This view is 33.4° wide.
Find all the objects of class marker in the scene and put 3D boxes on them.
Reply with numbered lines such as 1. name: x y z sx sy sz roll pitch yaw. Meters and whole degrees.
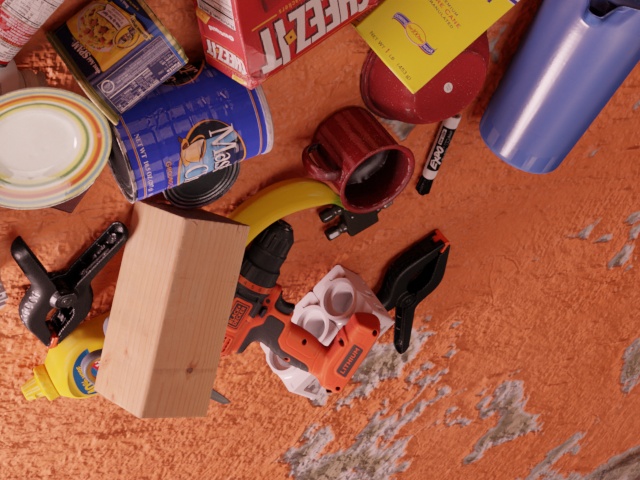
1. marker: 0.139 -0.103 1.277 0.020 0.020 0.121 -10 137 -31

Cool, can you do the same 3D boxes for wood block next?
1. wood block: -0.154 0.071 1.102 0.090 0.090 0.206 8 98 -45

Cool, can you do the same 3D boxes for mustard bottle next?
1. mustard bottle: -0.242 0.125 1.190 0.191 0.058 0.096 -27 142 -11

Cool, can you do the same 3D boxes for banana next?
1. banana: -0.064 -0.016 1.175 0.198 0.069 0.037 -30 -176 2

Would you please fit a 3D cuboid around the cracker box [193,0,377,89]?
1. cracker box: -0.030 -0.256 0.892 0.164 0.072 0.214 -38 146 -23

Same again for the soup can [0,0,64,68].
1. soup can: -0.238 -0.193 0.825 0.102 0.068 0.068 -44 143 11

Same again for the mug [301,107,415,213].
1. mug: 0.032 -0.088 1.152 0.117 0.082 0.093 -12 138 -30

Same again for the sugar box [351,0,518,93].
1. sugar box: 0.127 -0.239 1.056 0.176 0.048 0.093 -41 107 10

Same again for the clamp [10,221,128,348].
1. clamp: -0.259 0.044 1.102 0.120 0.039 0.172 -11 144 -24

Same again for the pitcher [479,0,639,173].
1. pitcher: 0.283 -0.200 1.206 0.149 0.145 0.243 5 133 -27

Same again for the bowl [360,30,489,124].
1. bowl: 0.125 -0.180 1.148 0.162 0.055 0.162 -21 142 -18

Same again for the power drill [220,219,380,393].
1. power drill: -0.027 0.084 1.254 0.187 0.057 0.185 28 109 -12

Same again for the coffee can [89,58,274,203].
1. coffee can: -0.127 -0.106 0.984 0.140 0.103 0.103 -22 142 -17

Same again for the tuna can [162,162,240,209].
1. tuna can: -0.126 -0.075 1.079 0.086 0.034 0.086 -22 142 -19

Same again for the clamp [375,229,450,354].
1. clamp: 0.099 0.074 1.429 0.164 0.036 0.210 2 128 -41

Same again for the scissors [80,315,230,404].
1. scissors: -0.187 0.156 1.186 0.096 0.016 0.201 -39 128 -5

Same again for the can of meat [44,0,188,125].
1. can of meat: -0.169 -0.161 0.891 0.084 0.102 0.057 -39 146 0
